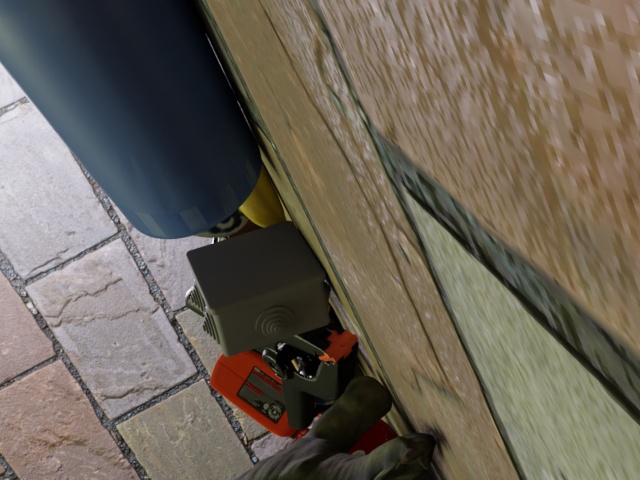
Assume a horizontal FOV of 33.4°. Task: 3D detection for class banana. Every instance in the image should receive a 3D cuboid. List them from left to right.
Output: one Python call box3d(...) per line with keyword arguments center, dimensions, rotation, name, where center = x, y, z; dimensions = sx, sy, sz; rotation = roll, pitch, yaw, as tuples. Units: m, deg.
box3d(center=(-0.080, -0.081, 0.867), dimensions=(0.198, 0.037, 0.069), rotation=(60, 175, 21), name="banana")

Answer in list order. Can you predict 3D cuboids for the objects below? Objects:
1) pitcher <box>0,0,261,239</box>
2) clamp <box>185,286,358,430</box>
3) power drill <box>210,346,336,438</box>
box3d(center=(-0.138, -0.120, 0.699), dimensions=(0.149, 0.145, 0.242), rotation=(-86, -24, -43), name="pitcher")
box3d(center=(-0.034, 0.086, 0.879), dimensions=(0.164, 0.036, 0.210), rotation=(47, 156, -4), name="clamp")
box3d(center=(-0.044, 0.143, 1.117), dimensions=(0.184, 0.057, 0.187), rotation=(31, -174, 17), name="power drill")
